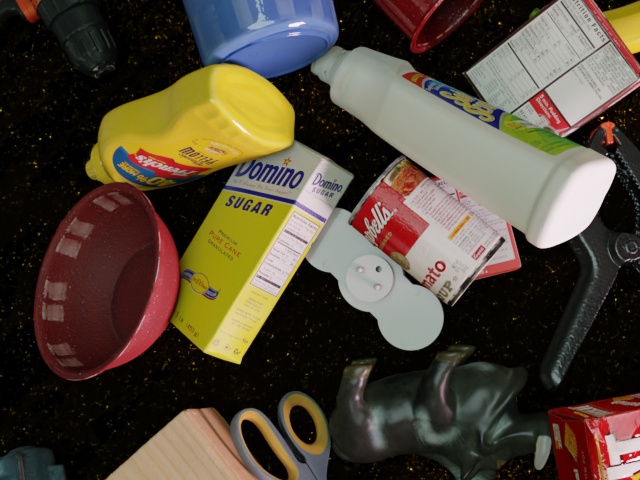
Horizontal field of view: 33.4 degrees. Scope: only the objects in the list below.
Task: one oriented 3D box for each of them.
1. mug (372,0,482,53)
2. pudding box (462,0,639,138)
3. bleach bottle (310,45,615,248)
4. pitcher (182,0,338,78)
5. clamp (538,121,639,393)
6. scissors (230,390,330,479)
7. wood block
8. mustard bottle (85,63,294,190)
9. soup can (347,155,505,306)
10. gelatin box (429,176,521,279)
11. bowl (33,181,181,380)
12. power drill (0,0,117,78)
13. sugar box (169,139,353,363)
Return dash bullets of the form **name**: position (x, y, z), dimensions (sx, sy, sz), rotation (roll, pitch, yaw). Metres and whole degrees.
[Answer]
- **mug**: position (0.076, -0.210, 0.829), dimensions (0.093, 0.117, 0.081), rotation (-44, 78, 8)
- **pudding box**: position (0.181, -0.129, 0.831), dimensions (0.114, 0.039, 0.090), rotation (-36, 82, 26)
- **bleach bottle**: position (0.091, -0.086, 0.810), dimensions (0.251, 0.102, 0.068), rotation (33, 116, 26)
- **pitcher**: position (-0.074, -0.250, 0.837), dimensions (0.145, 0.149, 0.243), rotation (-14, 81, -4)
- **clamp**: position (0.246, 0.012, 0.830), dimensions (0.164, 0.036, 0.210), rotation (0, 80, -6)
- **scissors**: position (0.010, 0.202, 0.849), dimensions (0.202, 0.096, 0.016), rotation (47, 136, -3)
- **wood block**: position (-0.063, 0.238, 0.829), dimensions (0.090, 0.090, 0.206), rotation (-42, 77, 3)
- **mustard bottle**: position (-0.120, -0.080, 0.850), dimensions (0.192, 0.096, 0.058), rotation (-15, 65, 37)
- **soup can**: position (0.081, -0.007, 0.812), dimensions (0.102, 0.068, 0.068), rotation (40, 93, 8)
- **gelatin box**: position (0.115, -0.012, 0.858), dimensions (0.073, 0.030, 0.089), rotation (-14, 86, 8)
- **bowl**: position (-0.162, 0.037, 0.858), dimensions (0.162, 0.055, 0.162), rotation (-18, 62, 38)
- **power drill**: position (-0.282, -0.185, 0.905), dimensions (0.187, 0.057, 0.184), rotation (-29, 81, 3)
- **sugar box**: position (-0.056, 0.001, 0.850), dimensions (0.093, 0.048, 0.176), rotation (32, 94, 48)
